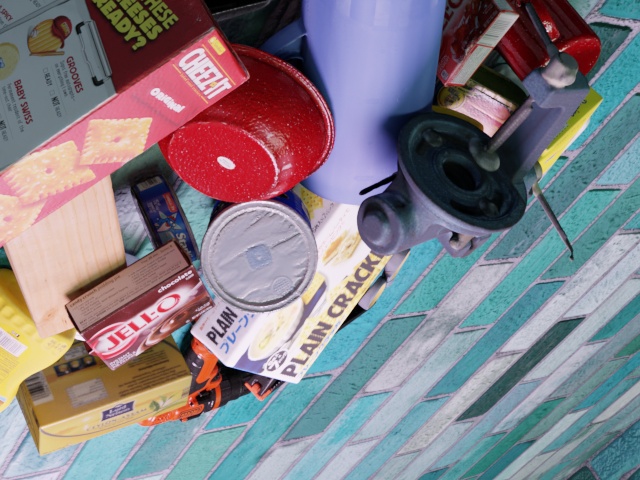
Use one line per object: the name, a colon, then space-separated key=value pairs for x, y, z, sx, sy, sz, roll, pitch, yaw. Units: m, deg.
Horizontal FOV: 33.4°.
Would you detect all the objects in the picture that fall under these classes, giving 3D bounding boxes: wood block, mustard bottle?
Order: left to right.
mustard bottle: x=-0.324 y=0.117 z=1.008 sx=0.096 sy=0.058 sz=0.192 roll=41 pitch=112 yaw=-19
wood block: x=-0.220 y=-0.017 z=0.880 sx=0.090 sy=0.091 sz=0.206 roll=-23 pitch=151 yaw=-17

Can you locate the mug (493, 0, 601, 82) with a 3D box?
mug: x=0.214 y=-0.198 z=1.025 sx=0.093 sy=0.081 sz=0.117 roll=-32 pitch=153 yaw=2

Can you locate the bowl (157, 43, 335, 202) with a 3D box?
bowl: x=-0.072 y=-0.081 z=0.864 sx=0.162 sy=0.055 sz=0.162 roll=10 pitch=141 yaw=8

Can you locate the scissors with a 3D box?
scissors: x=0.071 y=0.059 z=1.288 sx=0.096 sy=0.016 sz=0.202 roll=-50 pitch=172 yaw=-19

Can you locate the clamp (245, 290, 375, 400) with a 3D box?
clamp: x=-0.007 y=0.109 z=1.300 sx=0.209 sy=0.036 sz=0.164 roll=-42 pitch=162 yaw=-15

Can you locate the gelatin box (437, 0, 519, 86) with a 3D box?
gelatin box: x=0.124 y=-0.193 z=0.953 sx=0.030 sy=0.073 sz=0.089 roll=-2 pitch=142 yaw=-42

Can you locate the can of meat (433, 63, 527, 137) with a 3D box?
can of meat: x=0.145 y=-0.130 z=1.064 sx=0.102 sy=0.057 sz=0.084 roll=25 pitch=124 yaw=-16

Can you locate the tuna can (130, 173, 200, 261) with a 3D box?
tuna can: x=-0.141 y=-0.015 z=0.968 sx=0.033 sy=0.086 sz=0.086 roll=-24 pitch=152 yaw=-12

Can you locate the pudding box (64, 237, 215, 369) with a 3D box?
pudding box: x=-0.155 y=0.057 z=0.929 sx=0.113 sy=0.039 sz=0.090 roll=-34 pitch=155 yaw=-8

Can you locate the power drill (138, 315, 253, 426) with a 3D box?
power drill: x=-0.123 y=0.148 z=1.289 sx=0.184 sy=0.057 sz=0.188 roll=-12 pitch=147 yaw=-44

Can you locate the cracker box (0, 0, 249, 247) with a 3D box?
cracker box: x=-0.176 y=-0.114 z=0.683 sx=0.214 sy=0.164 sz=0.072 roll=-33 pitch=154 yaw=4

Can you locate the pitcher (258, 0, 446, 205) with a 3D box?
pitcher: x=0.027 y=-0.149 z=0.881 sx=0.149 sy=0.145 sz=0.243 roll=-53 pitch=162 yaw=-32

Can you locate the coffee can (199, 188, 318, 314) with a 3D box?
coffee can: x=-0.056 y=0.001 z=0.990 sx=0.103 sy=0.103 sz=0.140 roll=-33 pitch=-169 yaw=4
